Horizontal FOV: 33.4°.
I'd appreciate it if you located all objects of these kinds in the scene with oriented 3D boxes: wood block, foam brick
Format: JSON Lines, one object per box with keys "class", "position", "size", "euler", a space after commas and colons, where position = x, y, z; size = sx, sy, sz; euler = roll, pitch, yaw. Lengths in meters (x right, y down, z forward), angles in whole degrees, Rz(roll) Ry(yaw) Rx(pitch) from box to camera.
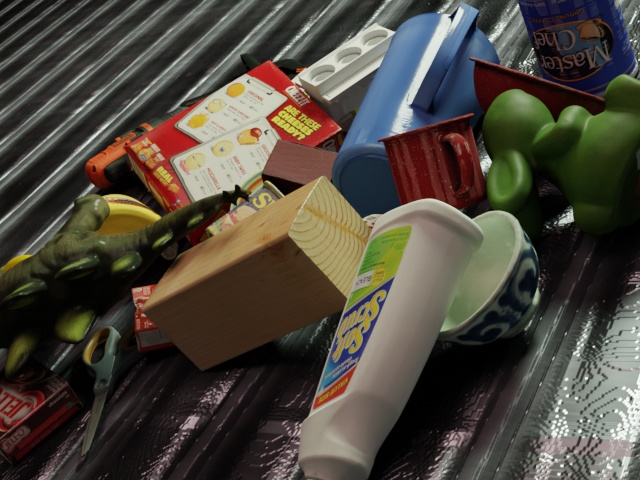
{"class": "wood block", "position": [-0.056, 0.034, 0.984], "size": [0.207, 0.090, 0.090], "euler": [-27, 23, 39]}
{"class": "foam brick", "position": [-0.018, -0.067, 1.147], "size": [0.078, 0.053, 0.051], "euler": [15, 61, 16]}

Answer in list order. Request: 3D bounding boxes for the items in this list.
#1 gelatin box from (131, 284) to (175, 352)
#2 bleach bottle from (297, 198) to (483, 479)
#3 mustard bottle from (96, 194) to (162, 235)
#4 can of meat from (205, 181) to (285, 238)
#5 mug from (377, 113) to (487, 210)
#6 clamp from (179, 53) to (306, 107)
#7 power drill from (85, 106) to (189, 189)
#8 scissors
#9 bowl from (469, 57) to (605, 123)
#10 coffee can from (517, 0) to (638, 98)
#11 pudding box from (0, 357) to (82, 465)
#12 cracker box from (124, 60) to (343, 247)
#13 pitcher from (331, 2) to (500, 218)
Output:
{"class": "gelatin box", "position": [-0.156, 0.074, 1.103], "size": [0.073, 0.030, 0.089], "euler": [-10, 29, -6]}
{"class": "bleach bottle", "position": [0.045, 0.093, 0.835], "size": [0.103, 0.068, 0.250], "euler": [-21, 42, 58]}
{"class": "mustard bottle", "position": [-0.241, -0.022, 1.287], "size": [0.096, 0.058, 0.192], "euler": [6, 6, -15]}
{"class": "can of meat", "position": [-0.057, 0.001, 1.106], "size": [0.084, 0.057, 0.102], "euler": [-37, 61, -14]}
{"class": "mug", "position": [0.112, -0.067, 0.985], "size": [0.093, 0.081, 0.117], "euler": [-17, 4, -19]}
{"class": "clamp", "position": [-0.101, -0.227, 1.563], "size": [0.210, 0.036, 0.164], "euler": [11, 45, 47]}
{"class": "power drill", "position": [-0.213, -0.121, 1.466], "size": [0.184, 0.057, 0.188], "euler": [-38, 29, -22]}
{"class": "scissors", "position": [-0.201, 0.136, 1.073], "size": [0.096, 0.016, 0.202], "euler": [-27, 29, -1]}
{"class": "bowl", "position": [0.221, -0.138, 1.089], "size": [0.162, 0.055, 0.162], "euler": [17, 11, -4]}
{"class": "coffee can", "position": [0.277, -0.234, 1.161], "size": [0.103, 0.140, 0.103], "euler": [-20, 29, 12]}
{"class": "pudding box", "position": [-0.305, 0.168, 1.081], "size": [0.090, 0.039, 0.114], "euler": [-40, 31, -23]}
{"class": "cracker box", "position": [-0.100, -0.100, 1.272], "size": [0.213, 0.072, 0.164], "euler": [-33, 53, -13]}
{"class": "pitcher", "position": [0.104, -0.136, 1.143], "size": [0.145, 0.149, 0.242], "euler": [-7, 38, 33]}
